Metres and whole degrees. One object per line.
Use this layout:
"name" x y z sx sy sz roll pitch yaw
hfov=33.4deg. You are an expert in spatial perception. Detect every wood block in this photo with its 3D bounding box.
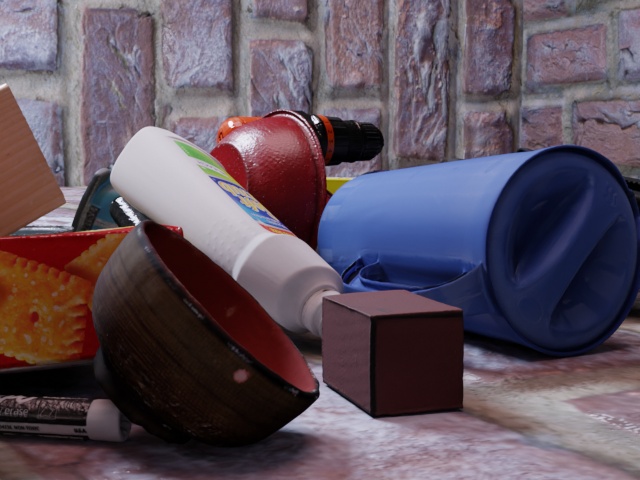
"wood block" -0.285 -0.016 0.690 0.205 0.091 0.090 -34 23 -29

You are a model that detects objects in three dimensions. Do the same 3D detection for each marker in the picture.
"marker" -0.147 0.080 0.492 0.121 0.020 0.020 1 6 10

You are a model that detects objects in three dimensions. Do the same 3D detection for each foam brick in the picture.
"foam brick" 0.036 0.058 0.567 0.053 0.051 0.078 -3 6 -17

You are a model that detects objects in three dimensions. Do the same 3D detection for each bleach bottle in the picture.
"bleach bottle" -0.055 0.001 0.768 0.102 0.068 0.251 31 5 -45

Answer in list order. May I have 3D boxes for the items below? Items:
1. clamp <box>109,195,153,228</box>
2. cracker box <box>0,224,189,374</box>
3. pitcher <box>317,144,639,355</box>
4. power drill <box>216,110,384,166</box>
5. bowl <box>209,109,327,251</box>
"clamp" -0.111 0.024 0.855 0.120 0.039 0.171 33 9 -24
"cracker box" -0.196 0.036 0.552 0.213 0.072 0.164 -3 -5 -30
"pitcher" 0.091 0.006 0.762 0.149 0.145 0.243 26 -11 -28
"power drill" -0.042 -0.055 1.096 0.184 0.188 0.057 -1 49 -32
"bowl" -0.061 -0.035 0.904 0.055 0.162 0.162 6 2 -34
